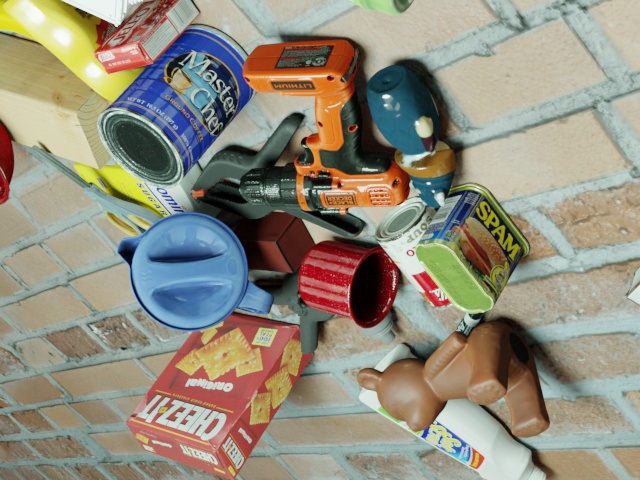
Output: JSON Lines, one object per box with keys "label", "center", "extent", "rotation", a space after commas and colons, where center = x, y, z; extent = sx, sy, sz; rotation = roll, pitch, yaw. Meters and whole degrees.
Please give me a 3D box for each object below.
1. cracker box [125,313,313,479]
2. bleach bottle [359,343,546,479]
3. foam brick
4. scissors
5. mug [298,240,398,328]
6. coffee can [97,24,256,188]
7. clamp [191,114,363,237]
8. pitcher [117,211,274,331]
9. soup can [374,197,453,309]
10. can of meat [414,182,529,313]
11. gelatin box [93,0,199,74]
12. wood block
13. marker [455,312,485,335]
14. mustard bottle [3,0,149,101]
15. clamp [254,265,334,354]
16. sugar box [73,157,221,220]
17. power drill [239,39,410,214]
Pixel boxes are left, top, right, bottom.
{"label": "cracker box", "center": [-0.134, 0.197, 1.430], "extent": [0.164, 0.213, 0.072], "rotation": [8, 139, 35]}
{"label": "bleach bottle", "center": [0.176, 0.233, 1.338], "extent": [0.251, 0.068, 0.103], "rotation": [34, 147, -2]}
{"label": "foam brick", "center": [-0.058, 0.002, 1.262], "extent": [0.078, 0.053, 0.051], "rotation": [5, 137, 39]}
{"label": "scissors", "center": [-0.256, -0.054, 1.291], "extent": [0.096, 0.016, 0.201], "rotation": [8, 155, 29]}
{"label": "mug", "center": [0.036, 0.048, 1.216], "extent": [0.082, 0.093, 0.117], "rotation": [13, 178, 38]}
{"label": "coffee can", "center": [-0.143, -0.136, 1.082], "extent": [0.103, 0.140, 0.103], "rotation": [24, 146, 17]}
{"label": "clamp", "center": [-0.058, -0.058, 1.201], "extent": [0.210, 0.036, 0.164], "rotation": [-8, 127, 43]}
{"label": "pitcher", "center": [-0.157, 0.050, 1.297], "extent": [0.149, 0.145, 0.243], "rotation": [65, 168, 0]}
{"label": "soup can", "center": [0.112, 0.013, 1.107], "extent": [0.069, 0.068, 0.102], "rotation": [-14, 123, 50]}
{"label": "can of meat", "center": [0.148, 0.009, 1.055], "extent": [0.058, 0.083, 0.102], "rotation": [-14, 123, 50]}
{"label": "gelatin box", "center": [-0.175, -0.208, 1.067], "extent": [0.073, 0.089, 0.030], "rotation": [-1, 133, 43]}
{"label": "wood block", "center": [-0.327, -0.168, 1.257], "extent": [0.206, 0.090, 0.091], "rotation": [18, 144, 25]}
{"label": "marker", "center": [0.166, 0.099, 1.213], "extent": [0.020, 0.020, 0.121], "rotation": [30, 147, 8]}
{"label": "mustard bottle", "center": [-0.237, -0.203, 1.127], "extent": [0.191, 0.096, 0.058], "rotation": [43, 114, -13]}
{"label": "clamp", "center": [-0.017, 0.084, 1.342], "extent": [0.120, 0.039, 0.172], "rotation": [43, 147, -14]}
{"label": "sugar box", "center": [-0.215, -0.067, 1.324], "extent": [0.177, 0.048, 0.093], "rotation": [9, 141, 37]}
{"label": "power drill", "center": [-0.014, -0.105, 1.053], "extent": [0.185, 0.057, 0.187], "rotation": [-1, 136, 19]}
